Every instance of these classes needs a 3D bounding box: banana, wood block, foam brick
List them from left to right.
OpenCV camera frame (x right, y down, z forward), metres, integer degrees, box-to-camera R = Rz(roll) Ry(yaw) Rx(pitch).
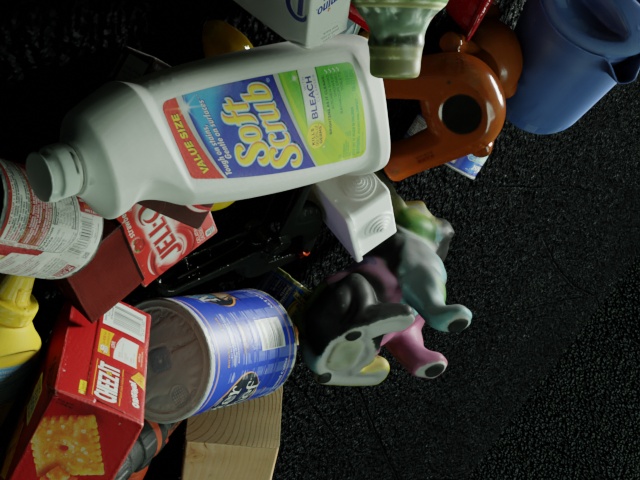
[{"bbox_3d":[-0.164,0.010,0.739,0.051,0.053,0.078,-44,155,-19],"label":"foam brick"},{"bbox_3d":[-0.097,0.228,1.102,0.206,0.090,0.090,102,-7,-46],"label":"wood block"},{"bbox_3d":[-0.068,-0.086,0.800,0.069,0.037,0.198,-33,151,-38],"label":"banana"}]

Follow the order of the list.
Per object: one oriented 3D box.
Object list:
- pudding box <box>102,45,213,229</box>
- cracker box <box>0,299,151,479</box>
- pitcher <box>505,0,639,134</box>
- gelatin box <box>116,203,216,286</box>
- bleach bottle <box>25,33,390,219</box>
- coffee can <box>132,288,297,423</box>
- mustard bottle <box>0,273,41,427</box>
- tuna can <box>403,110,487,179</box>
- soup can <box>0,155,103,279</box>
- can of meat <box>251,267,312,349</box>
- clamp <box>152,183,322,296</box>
[{"bbox_3d":[-0.104,-0.067,0.713,0.113,0.039,0.090,25,95,-49],"label":"pudding box"},{"bbox_3d":[-0.200,0.161,0.771,0.214,0.072,0.164,-59,-163,16],"label":"cracker box"},{"bbox_3d":[0.252,-0.208,1.083,0.149,0.145,0.243,-57,176,-15],"label":"pitcher"},{"bbox_3d":[-0.120,-0.020,0.784,0.073,0.030,0.089,-38,141,-23],"label":"gelatin box"},{"bbox_3d":[-0.065,-0.062,0.667,0.250,0.068,0.102,-22,111,-40],"label":"bleach bottle"},{"bbox_3d":[-0.099,0.096,0.927,0.103,0.103,0.140,-59,157,16],"label":"coffee can"},{"bbox_3d":[-0.239,0.097,0.716,0.192,0.058,0.096,-59,158,16],"label":"mustard bottle"},{"bbox_3d":[0.130,-0.099,1.097,0.034,0.086,0.086,-59,157,12],"label":"tuna can"},{"bbox_3d":[-0.185,-0.014,0.642,0.068,0.069,0.102,-55,158,7],"label":"soup can"},{"bbox_3d":[-0.045,0.078,1.061,0.084,0.057,0.102,-56,159,-6],"label":"can of meat"},{"bbox_3d":[-0.056,0.001,0.932,0.164,0.036,0.210,-37,167,2],"label":"clamp"}]
